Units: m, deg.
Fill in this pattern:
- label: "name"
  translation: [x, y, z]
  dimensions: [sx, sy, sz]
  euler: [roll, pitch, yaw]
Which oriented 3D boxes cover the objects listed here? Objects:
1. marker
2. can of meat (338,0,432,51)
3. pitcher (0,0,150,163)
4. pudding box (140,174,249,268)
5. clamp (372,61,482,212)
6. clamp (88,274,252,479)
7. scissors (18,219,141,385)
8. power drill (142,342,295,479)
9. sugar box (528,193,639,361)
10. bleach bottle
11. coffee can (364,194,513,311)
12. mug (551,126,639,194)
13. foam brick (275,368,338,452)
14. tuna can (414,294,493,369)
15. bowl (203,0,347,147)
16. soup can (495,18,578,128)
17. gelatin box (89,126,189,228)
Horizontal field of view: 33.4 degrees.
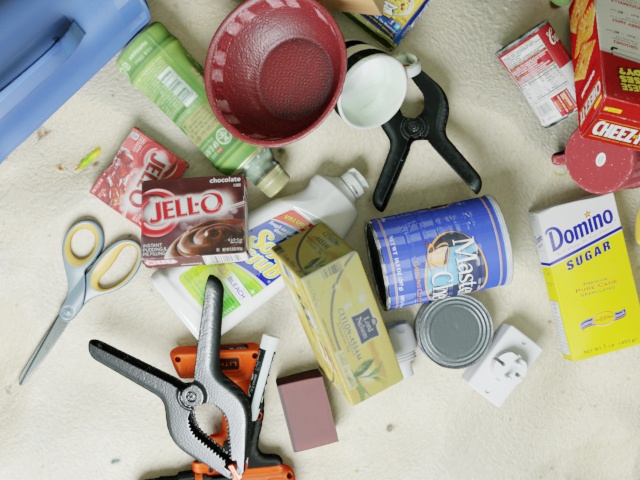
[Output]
- label: "marker"
  translation: [-0.068, 0.159, 1.139]
  dimensions: [0.020, 0.020, 0.121]
  euler: [15, 92, -6]
- label: "can of meat"
  translation: [0.068, -0.270, 1.172]
  dimensions: [0.102, 0.057, 0.084]
  euler: [38, 91, -5]
- label: "pitcher"
  translation: [-0.293, -0.193, 1.095]
  dimensions: [0.242, 0.145, 0.149]
  euler: [-43, 71, -9]
- label: "pudding box"
  translation: [-0.132, -0.020, 1.124]
  dimensions: [0.113, 0.039, 0.090]
  euler: [-3, 71, 0]
- label: "clamp"
  translation: [0.098, -0.114, 1.182]
  dimensions: [0.120, 0.039, 0.171]
  euler: [-18, 78, 5]
- label: "clamp"
  translation: [-0.125, 0.150, 1.116]
  dimensions: [0.165, 0.036, 0.210]
  euler: [-35, 89, 14]
- label: "scissors"
  translation: [-0.285, 0.059, 1.175]
  dimensions: [0.201, 0.016, 0.096]
  euler: [-41, 93, -2]
- label: "power drill"
  translation: [-0.123, 0.210, 1.175]
  dimensions: [0.184, 0.057, 0.188]
  euler: [-4, 95, -9]
- label: "sugar box"
  translation: [0.303, 0.040, 1.210]
  dimensions: [0.093, 0.048, 0.176]
  euler: [-15, 95, -4]
- label: "bleach bottle"
  translation: [-0.058, 0.001, 1.170]
  dimensions: [0.250, 0.068, 0.102]
  euler: [-39, 95, -5]
- label: "coffee can"
  translation: [0.128, 0.013, 1.165]
  dimensions: [0.140, 0.103, 0.103]
  euler: [-12, 93, -4]
- label: "mug"
  translation: [0.310, -0.096, 1.175]
  dimensions: [0.117, 0.081, 0.093]
  euler: [0, 101, 38]
- label: "foam brick"
  translation: [-0.016, 0.187, 1.185]
  dimensions: [0.051, 0.053, 0.078]
  euler: [-14, 94, -4]
- label: "tuna can"
  translation: [0.149, 0.101, 1.205]
  dimensions: [0.086, 0.034, 0.086]
  euler: [0, 92, -5]
- label: "bowl"
  translation: [-0.038, -0.173, 1.105]
  dimensions: [0.162, 0.055, 0.162]
  euler: [-2, 86, 24]
- label: "soup can"
  translation: [0.250, -0.184, 1.185]
  dimensions: [0.068, 0.068, 0.102]
  euler: [-34, 95, -3]
- label: "gelatin box"
  translation: [-0.198, -0.068, 1.170]
  dimensions: [0.073, 0.030, 0.089]
  euler: [35, 89, -6]
